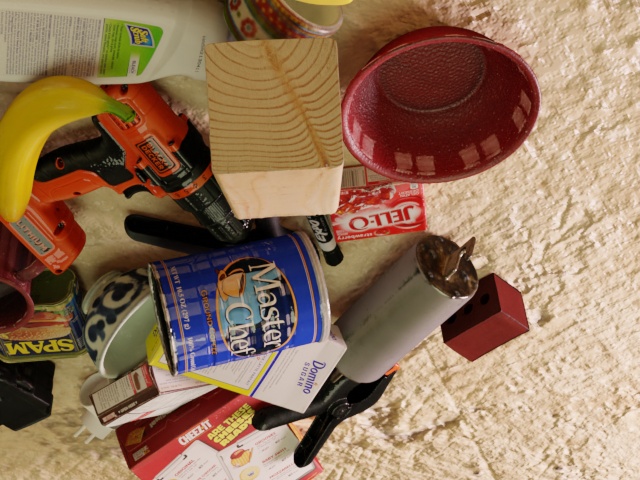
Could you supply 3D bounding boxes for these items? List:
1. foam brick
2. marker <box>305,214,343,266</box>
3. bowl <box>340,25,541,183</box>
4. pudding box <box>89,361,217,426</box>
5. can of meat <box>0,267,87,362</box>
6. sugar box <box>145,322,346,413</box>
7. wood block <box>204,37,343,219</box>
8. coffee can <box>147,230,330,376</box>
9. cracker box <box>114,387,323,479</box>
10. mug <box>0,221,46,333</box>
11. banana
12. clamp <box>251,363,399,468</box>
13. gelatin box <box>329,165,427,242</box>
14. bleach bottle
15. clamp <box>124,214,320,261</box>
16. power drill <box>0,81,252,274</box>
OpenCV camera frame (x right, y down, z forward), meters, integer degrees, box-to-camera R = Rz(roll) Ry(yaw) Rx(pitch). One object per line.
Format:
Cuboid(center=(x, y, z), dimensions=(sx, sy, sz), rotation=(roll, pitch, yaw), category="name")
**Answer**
Cuboid(center=(0.168, 0.080, 1.107), dimensions=(0.051, 0.053, 0.078), rotation=(31, 128, -34), category="foam brick")
Cuboid(center=(0.000, -0.015, 1.008), dimensions=(0.020, 0.020, 0.121), rotation=(-12, 139, 10), category="marker")
Cuboid(center=(0.093, -0.119, 0.862), dimensions=(0.162, 0.055, 0.162), rotation=(-2, 140, -2), category="bowl")
Cuboid(center=(-0.164, 0.151, 1.090), dimensions=(0.090, 0.039, 0.113), rotation=(-31, 166, 28), category="pudding box")
Cuboid(center=(-0.283, 0.073, 1.066), dimensions=(0.102, 0.057, 0.084), rotation=(-4, 138, 2), category="can of meat")
Cuboid(center=(-0.073, 0.102, 1.053), dimensions=(0.176, 0.048, 0.093), rotation=(22, 113, -27), category="sugar box")
Cuboid(center=(-0.031, -0.077, 0.803), dimensions=(0.090, 0.091, 0.206), rotation=(-3, 173, -1), category="wood block")
Cuboid(center=(-0.073, 0.055, 0.945), dimensions=(0.140, 0.103, 0.103), rotation=(-12, 142, -14), category="coffee can")
Cuboid(center=(-0.111, 0.242, 1.229), dimensions=(0.164, 0.072, 0.213), rotation=(-34, 136, -3), category="cracker box")
Cuboid(center=(-0.298, 0.024, 0.986), dimensions=(0.117, 0.081, 0.093), rotation=(-23, 136, 22), category="mug")
Cuboid(center=(-0.217, -0.076, 0.819), dimensions=(0.198, 0.037, 0.069), rotation=(-30, 94, 44), category="banana")
Cuboid(center=(0.007, 0.177, 1.176), dimensions=(0.171, 0.039, 0.120), rotation=(-44, 142, 6), category="clamp")
Cuboid(center=(0.052, -0.036, 0.978), dimensions=(0.089, 0.030, 0.073), rotation=(-7, 140, 5), category="gelatin box")
Cuboid(center=(-0.171, -0.155, 0.799), dimensions=(0.250, 0.068, 0.103), rotation=(5, 143, -14), category="bleach bottle")
Cuboid(center=(-0.057, 0.001, 1.010), dimensions=(0.165, 0.036, 0.209), rotation=(-29, 132, 28), category="clamp")
Cuboid(center=(-0.174, -0.041, 0.920), dimensions=(0.188, 0.057, 0.184), rotation=(-25, 121, 21), category="power drill")
